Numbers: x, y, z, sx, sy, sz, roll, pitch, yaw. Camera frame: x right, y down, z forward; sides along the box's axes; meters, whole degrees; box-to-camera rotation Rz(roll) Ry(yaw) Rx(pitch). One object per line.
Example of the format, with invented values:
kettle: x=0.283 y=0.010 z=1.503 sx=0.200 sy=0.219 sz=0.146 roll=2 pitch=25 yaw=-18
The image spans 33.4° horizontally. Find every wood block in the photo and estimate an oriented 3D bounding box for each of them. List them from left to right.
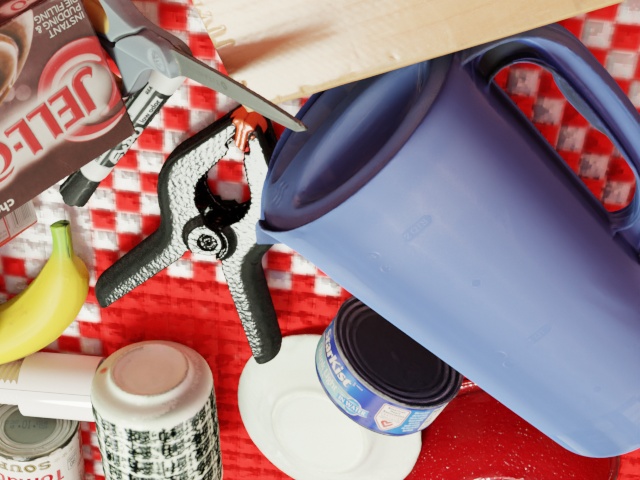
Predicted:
wood block: x=0.050 y=-0.140 z=0.471 sx=0.206 sy=0.090 sz=0.091 roll=-13 pitch=123 yaw=19

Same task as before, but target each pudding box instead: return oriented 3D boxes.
pudding box: x=-0.155 y=-0.064 z=0.515 sx=0.113 sy=0.039 sz=0.090 roll=-35 pitch=135 yaw=-19

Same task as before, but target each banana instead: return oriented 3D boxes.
banana: x=-0.218 y=0.049 z=0.694 sx=0.198 sy=0.037 sz=0.069 roll=-25 pitch=99 yaw=23

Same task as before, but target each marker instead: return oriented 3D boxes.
marker: x=-0.114 y=-0.059 z=0.603 sx=0.020 sy=0.020 sz=0.121 roll=34 pitch=124 yaw=-17

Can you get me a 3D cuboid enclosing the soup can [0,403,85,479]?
soup can: x=-0.201 y=0.163 z=0.755 sx=0.068 sy=0.068 sz=0.102 roll=7 pitch=127 yaw=3

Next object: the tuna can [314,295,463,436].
tuna can: x=0.040 y=0.073 z=0.638 sx=0.086 sy=0.086 sz=0.034 roll=24 pitch=129 yaw=-10

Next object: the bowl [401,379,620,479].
bowl: x=0.121 y=0.168 z=0.717 sx=0.162 sy=0.055 sz=0.162 roll=4 pitch=128 yaw=5

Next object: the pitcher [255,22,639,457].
pitcher: x=0.100 y=0.004 z=0.553 sx=0.242 sy=0.145 sz=0.149 roll=39 pitch=165 yaw=-24

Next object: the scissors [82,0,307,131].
scissors: x=-0.075 y=-0.079 z=0.515 sx=0.202 sy=0.016 sz=0.096 roll=41 pitch=154 yaw=25

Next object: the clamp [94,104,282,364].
clamp: x=-0.054 y=0.001 z=0.626 sx=0.120 sy=0.039 sz=0.172 roll=24 pitch=127 yaw=-11
